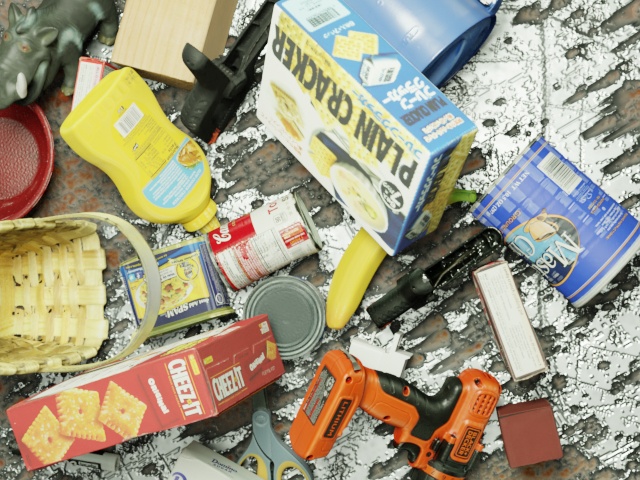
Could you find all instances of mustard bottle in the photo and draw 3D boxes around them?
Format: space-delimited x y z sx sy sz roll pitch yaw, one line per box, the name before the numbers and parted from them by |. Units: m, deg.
mustard bottle | -0.166 -0.074 1.076 0.191 0.058 0.096 49 58 -26

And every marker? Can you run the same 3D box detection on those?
marker | -0.274 0.227 1.135 0.121 0.020 0.020 8 90 8

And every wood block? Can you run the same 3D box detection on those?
wood block | -0.134 -0.263 1.087 0.090 0.090 0.206 16 92 8

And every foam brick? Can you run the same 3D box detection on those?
foam brick | 0.203 0.187 1.042 0.053 0.078 0.051 -12 86 7

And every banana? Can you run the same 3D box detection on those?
banana | 0.065 0.002 1.073 0.198 0.070 0.037 -46 128 7

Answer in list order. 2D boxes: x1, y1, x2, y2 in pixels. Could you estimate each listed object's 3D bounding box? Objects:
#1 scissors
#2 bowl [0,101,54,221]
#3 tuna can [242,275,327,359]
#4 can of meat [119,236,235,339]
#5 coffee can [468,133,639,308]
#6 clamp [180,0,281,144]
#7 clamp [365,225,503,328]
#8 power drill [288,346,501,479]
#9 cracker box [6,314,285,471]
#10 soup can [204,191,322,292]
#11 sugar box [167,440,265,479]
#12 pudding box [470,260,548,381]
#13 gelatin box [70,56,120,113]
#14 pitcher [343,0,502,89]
scissors | -0.042 0.192 1.089 0.096 0.016 0.202 13 102 5
bowl | -0.350 -0.089 1.132 0.162 0.055 0.162 0 89 8
tuna can | -0.035 0.078 1.098 0.086 0.033 0.086 0 89 8
can of meat | -0.150 0.049 1.103 0.102 0.057 0.084 -18 85 7
coffee can | 0.229 -0.019 1.028 0.140 0.102 0.103 42 94 6
clamp | -0.098 -0.157 1.034 0.036 0.164 0.210 42 139 7
clamp | 0.090 0.048 1.024 0.172 0.120 0.039 -43 73 43
power drill | 0.067 0.192 1.035 0.187 0.057 0.184 19 99 -26
cracker box | -0.163 0.145 1.025 0.214 0.164 0.072 -19 91 22
soup can | -0.057 0.001 1.085 0.102 0.068 0.068 -25 86 6
sugar box | -0.133 0.304 1.091 0.093 0.048 0.176 27 103 8
pudding box | 0.182 0.076 1.040 0.039 0.090 0.113 -22 87 6
gelatin box | -0.232 -0.140 1.107 0.030 0.073 0.089 9 91 9
pitcher | 0.054 -0.259 1.045 0.149 0.145 0.243 -37 80 -28
